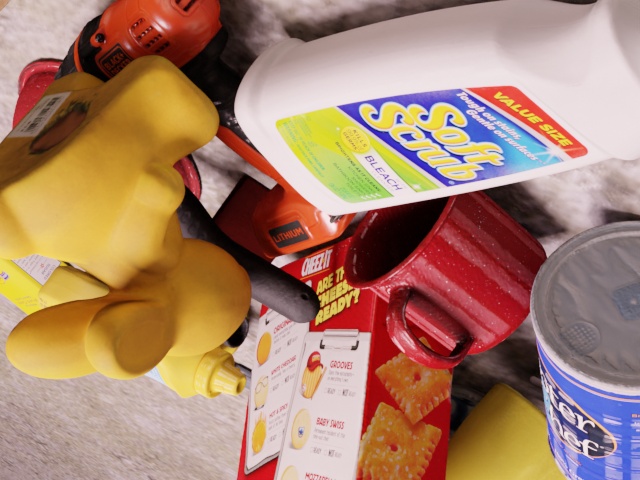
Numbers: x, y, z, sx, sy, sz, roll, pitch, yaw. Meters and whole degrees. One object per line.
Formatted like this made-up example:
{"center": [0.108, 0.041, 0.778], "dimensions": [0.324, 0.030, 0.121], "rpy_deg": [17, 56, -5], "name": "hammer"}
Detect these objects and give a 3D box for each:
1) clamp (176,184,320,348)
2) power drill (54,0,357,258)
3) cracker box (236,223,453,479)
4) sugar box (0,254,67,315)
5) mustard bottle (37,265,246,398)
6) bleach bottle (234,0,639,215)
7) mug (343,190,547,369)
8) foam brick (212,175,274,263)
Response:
{"center": [-0.077, 0.005, 0.692], "dimensions": [0.120, 0.039, 0.171], "rpy_deg": [-17, 122, 48], "name": "clamp"}
{"center": [-0.070, -0.069, 0.655], "dimensions": [0.187, 0.057, 0.185], "rpy_deg": [41, 154, -18], "name": "power drill"}
{"center": [0.015, 0.114, 0.694], "dimensions": [0.072, 0.213, 0.164], "rpy_deg": [17, 160, -26], "name": "cracker box"}
{"center": [-0.275, 0.052, 1.077], "dimensions": [0.176, 0.048, 0.094], "rpy_deg": [46, 150, -21], "name": "sugar box"}
{"center": [-0.145, 0.086, 0.903], "dimensions": [0.192, 0.058, 0.096], "rpy_deg": [22, 156, 26], "name": "mustard bottle"}
{"center": [0.073, -0.072, 0.501], "dimensions": [0.251, 0.068, 0.102], "rpy_deg": [-8, 132, 48], "name": "bleach bottle"}
{"center": [0.070, 0.020, 0.597], "dimensions": [0.081, 0.117, 0.093], "rpy_deg": [38, 138, -20], "name": "mug"}
{"center": [-0.055, 0.001, 0.758], "dimensions": [0.051, 0.053, 0.078], "rpy_deg": [34, 153, -2], "name": "foam brick"}
